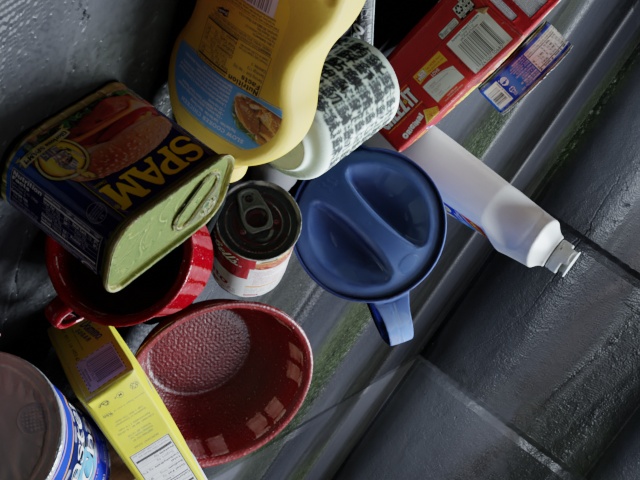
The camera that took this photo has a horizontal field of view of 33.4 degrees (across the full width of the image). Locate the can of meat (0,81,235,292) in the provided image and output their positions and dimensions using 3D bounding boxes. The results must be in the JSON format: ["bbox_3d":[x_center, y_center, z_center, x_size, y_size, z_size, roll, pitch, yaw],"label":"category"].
[{"bbox_3d":[-0.113,-0.033,0.594,0.101,0.084,0.057,-41,161,-40],"label":"can of meat"}]

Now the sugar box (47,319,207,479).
[{"bbox_3d":[-0.127,0.135,0.766,0.048,0.093,0.176,-33,129,-9],"label":"sugar box"}]

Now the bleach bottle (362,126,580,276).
[{"bbox_3d":[0.132,-0.052,1.002,0.068,0.251,0.102,-53,166,-3],"label":"bleach bottle"}]

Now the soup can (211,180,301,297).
[{"bbox_3d":[-0.056,0.001,0.877,0.068,0.068,0.102,-48,173,-21],"label":"soup can"}]

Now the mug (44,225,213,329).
[{"bbox_3d":[-0.124,0.016,0.679,0.117,0.093,0.081,-42,171,4],"label":"mug"}]

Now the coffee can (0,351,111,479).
[{"bbox_3d":[-0.199,0.138,0.686,0.102,0.103,0.140,-50,166,-15],"label":"coffee can"}]

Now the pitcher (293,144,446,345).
[{"bbox_3d":[0.039,0.006,1.012,0.243,0.145,0.149,106,10,-85],"label":"pitcher"}]

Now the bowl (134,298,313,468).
[{"bbox_3d":[-0.090,0.104,0.860,0.162,0.055,0.162,-12,124,-18],"label":"bowl"}]

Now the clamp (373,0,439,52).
[{"bbox_3d":[0.098,-0.229,0.899,0.209,0.036,0.165,-41,169,-48],"label":"clamp"}]

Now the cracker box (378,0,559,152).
[{"bbox_3d":[0.139,-0.188,0.950,0.164,0.072,0.213,-43,-178,42],"label":"cracker box"}]

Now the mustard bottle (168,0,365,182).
[{"bbox_3d":[-0.042,-0.102,0.631,0.058,0.096,0.192,-38,160,-48],"label":"mustard bottle"}]

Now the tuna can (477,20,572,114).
[{"bbox_3d":[0.180,-0.153,0.942,0.086,0.034,0.086,-45,-179,1],"label":"tuna can"}]
